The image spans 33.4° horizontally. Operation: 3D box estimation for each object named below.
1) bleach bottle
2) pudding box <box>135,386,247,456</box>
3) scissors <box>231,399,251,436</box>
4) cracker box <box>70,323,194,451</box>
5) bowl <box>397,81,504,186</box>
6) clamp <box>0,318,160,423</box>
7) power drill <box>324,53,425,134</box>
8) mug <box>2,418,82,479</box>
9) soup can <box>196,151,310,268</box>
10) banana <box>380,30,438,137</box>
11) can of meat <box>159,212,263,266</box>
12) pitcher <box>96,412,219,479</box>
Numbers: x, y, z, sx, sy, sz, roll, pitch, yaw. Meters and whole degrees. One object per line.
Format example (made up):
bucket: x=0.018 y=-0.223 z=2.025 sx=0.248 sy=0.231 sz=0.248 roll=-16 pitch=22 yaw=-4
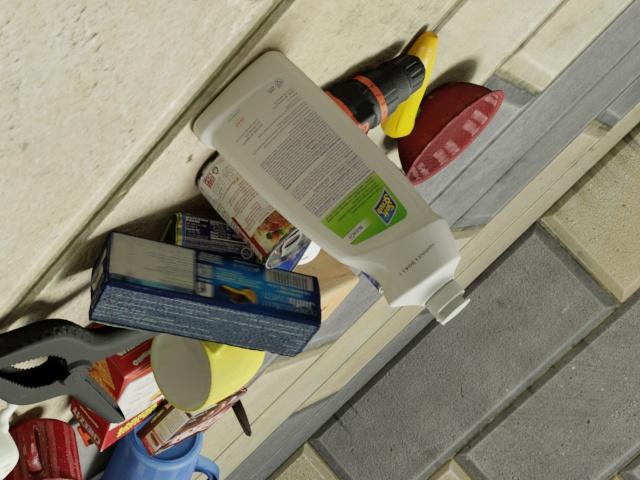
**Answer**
bleach bottle: x=0.016 y=-0.030 z=0.843 sx=0.102 sy=0.251 sz=0.068 roll=-44 pitch=167 yaw=9
pudding box: x=-0.152 y=0.204 z=1.268 sx=0.090 sy=0.039 sz=0.113 roll=-46 pitch=162 yaw=29
scissors: x=-0.134 y=0.190 z=1.358 sx=0.096 sy=0.202 sz=0.016 roll=-28 pitch=127 yaw=14
cracker box: x=-0.184 y=0.127 z=1.175 sx=0.164 sy=0.072 sz=0.214 roll=-33 pitch=165 yaw=-32
bowl: x=0.146 y=-0.140 z=1.298 sx=0.162 sy=0.055 sz=0.162 roll=-39 pitch=167 yaw=-11
clamp: x=-0.214 y=0.101 z=0.951 sx=0.209 sy=0.036 sz=0.165 roll=15 pitch=121 yaw=-51
power drill: x=0.018 y=-0.096 z=1.079 sx=0.184 sy=0.057 sz=0.188 roll=-35 pitch=163 yaw=-27
mug: x=-0.299 y=0.236 z=1.130 sx=0.093 sy=0.081 sz=0.117 roll=-14 pitch=142 yaw=-7
soup can: x=-0.055 y=-0.034 z=0.955 sx=0.068 sy=0.102 sz=0.068 roll=-39 pitch=166 yaw=-12
banana: x=0.092 y=-0.156 z=1.148 sx=0.198 sy=0.037 sz=0.069 roll=98 pitch=14 yaw=-74
can of meat: x=-0.108 y=0.021 z=1.004 sx=0.083 sy=0.057 sz=0.102 roll=9 pitch=142 yaw=-20
pitcher: x=-0.233 y=0.329 z=1.540 sx=0.149 sy=0.145 sz=0.243 roll=-32 pitch=161 yaw=-35
